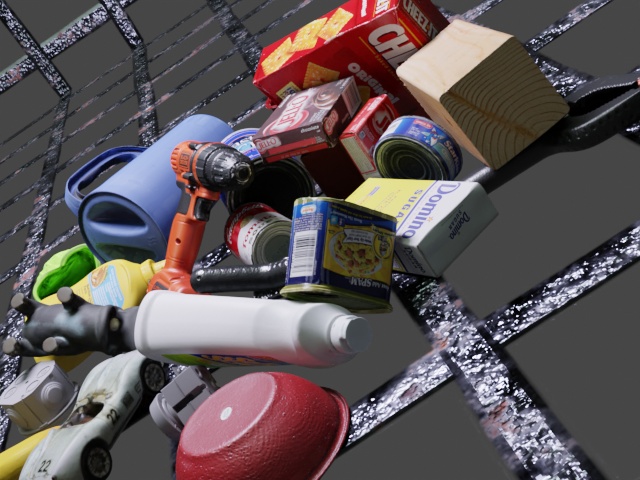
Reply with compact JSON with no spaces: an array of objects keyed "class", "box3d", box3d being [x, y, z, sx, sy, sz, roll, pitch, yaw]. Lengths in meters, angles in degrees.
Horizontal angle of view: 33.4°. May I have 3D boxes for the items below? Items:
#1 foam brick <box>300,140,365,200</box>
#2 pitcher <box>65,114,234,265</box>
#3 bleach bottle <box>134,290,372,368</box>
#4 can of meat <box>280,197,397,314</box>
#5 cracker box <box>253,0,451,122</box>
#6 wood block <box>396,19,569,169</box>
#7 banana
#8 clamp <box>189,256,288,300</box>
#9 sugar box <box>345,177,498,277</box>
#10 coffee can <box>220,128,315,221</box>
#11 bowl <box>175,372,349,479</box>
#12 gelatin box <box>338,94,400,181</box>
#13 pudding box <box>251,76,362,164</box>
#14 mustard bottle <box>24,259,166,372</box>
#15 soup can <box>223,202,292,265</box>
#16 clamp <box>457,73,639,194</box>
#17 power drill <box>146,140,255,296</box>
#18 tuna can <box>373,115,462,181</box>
[{"class":"foam brick","box3d":[0.022,-0.085,1.195,0.053,0.078,0.051,-25,25,23]},{"class":"pitcher","box3d":[-0.209,-0.072,1.410,0.145,0.149,0.242,-13,26,36]},{"class":"bleach bottle","box3d":[-0.057,0.080,0.940,0.251,0.102,0.068,-5,71,50]},{"class":"can of meat","box3d":[0.019,0.014,0.925,0.058,0.101,0.084,-8,71,49]},{"class":"cracker box","box3d":[0.056,-0.189,1.227,0.214,0.164,0.072,-20,42,37]},{"class":"wood block","box3d":[0.151,-0.148,1.046,0.090,0.090,0.206,-40,17,5]},{"class":"banana","box3d":[-0.345,0.243,1.095,0.198,0.037,0.069,-25,25,22]},{"class":"clamp","box3d":[-0.036,0.034,1.015,0.172,0.039,0.120,-16,-12,38]},{"class":"sugar box","box3d":[0.077,-0.017,1.020,0.093,0.048,0.177,-44,23,-22]},{"class":"coffee can","box3d":[-0.070,-0.068,1.256,0.103,0.102,0.140,-35,22,-1]},{"class":"bowl","box3d":[-0.059,0.156,0.847,0.162,0.055,0.162,-30,22,13]},{"class":"gelatin box","box3d":[0.067,-0.100,1.145,0.030,0.089,0.073,-9,33,45]},{"class":"pudding box","box3d":[-0.013,-0.132,1.167,0.090,0.039,0.113,-11,26,28]},{"class":"mustard bottle","box3d":[-0.254,0.077,1.261,0.192,0.058,0.096,-31,50,8]},{"class":"soup can","box3d":[-0.058,0.001,1.144,0.068,0.068,0.102,-38,23,-9]},{"class":"clamp","box3d":[0.222,-0.102,1.002,0.210,0.036,0.164,-14,31,49]},{"class":"power drill","box3d":[-0.129,-0.015,1.156,0.185,0.057,0.188,21,98,65]},{"class":"tuna can","box3d":[0.097,-0.081,1.070,0.086,0.086,0.033,-9,34,47]}]
